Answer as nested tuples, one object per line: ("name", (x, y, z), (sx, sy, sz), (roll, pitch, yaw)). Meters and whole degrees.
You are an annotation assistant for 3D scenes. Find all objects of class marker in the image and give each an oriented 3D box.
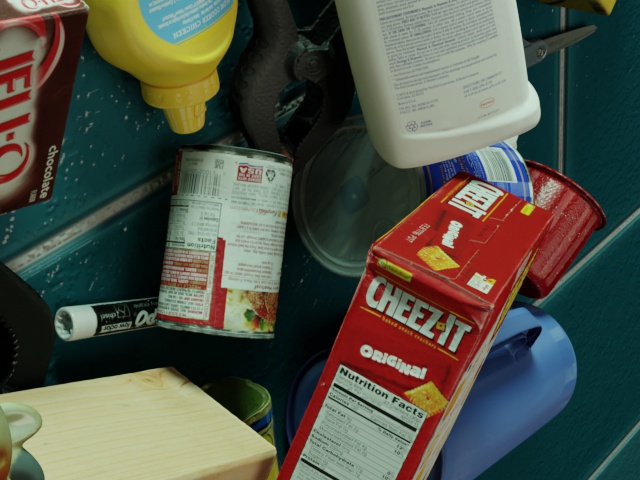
("marker", (-0.100, 0.042, 0.623), (0.120, 0.020, 0.020), (-5, 111, -49))

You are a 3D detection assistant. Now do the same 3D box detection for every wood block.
("wood block", (-0.130, 0.132, 0.514), (0.205, 0.091, 0.090), (-2, 118, -53))

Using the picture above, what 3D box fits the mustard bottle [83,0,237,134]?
("mustard bottle", (-0.080, -0.140, 0.521), (0.096, 0.058, 0.191), (-48, 141, -45))

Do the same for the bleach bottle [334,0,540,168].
("bleach bottle", (0.051, -0.162, 0.549), (0.102, 0.068, 0.251), (-19, 128, -6))

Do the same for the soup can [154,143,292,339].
("soup can", (-0.054, 0.001, 0.602), (0.068, 0.069, 0.102), (9, 87, -52))

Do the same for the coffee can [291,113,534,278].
("coffee can", (0.064, -0.028, 0.716), (0.140, 0.103, 0.103), (-1, 109, -50))

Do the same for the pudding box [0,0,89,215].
("pudding box", (-0.154, -0.057, 0.462), (0.089, 0.039, 0.114), (-23, 149, -42))

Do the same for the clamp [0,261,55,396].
("clamp", (-0.167, 0.084, 0.548), (0.164, 0.036, 0.210), (-22, 128, -45))

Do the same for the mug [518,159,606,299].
("mug", (0.162, -0.013, 0.864), (0.117, 0.093, 0.081), (40, 79, -19))

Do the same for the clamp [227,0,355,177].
("clamp", (-0.001, -0.115, 0.620), (0.120, 0.039, 0.171), (-6, 128, -17))

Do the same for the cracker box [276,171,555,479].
("cracker box", (0.042, 0.082, 0.593), (0.164, 0.072, 0.214), (-38, 152, -63))

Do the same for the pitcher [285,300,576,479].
("pitcher", (0.103, 0.113, 0.809), (0.242, 0.149, 0.145), (-14, 103, -50))
